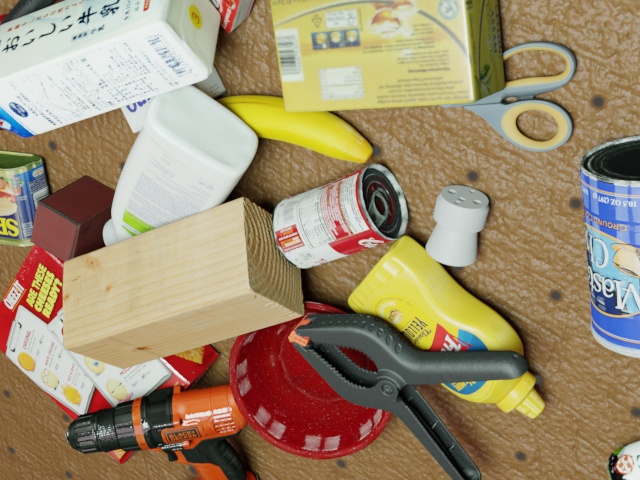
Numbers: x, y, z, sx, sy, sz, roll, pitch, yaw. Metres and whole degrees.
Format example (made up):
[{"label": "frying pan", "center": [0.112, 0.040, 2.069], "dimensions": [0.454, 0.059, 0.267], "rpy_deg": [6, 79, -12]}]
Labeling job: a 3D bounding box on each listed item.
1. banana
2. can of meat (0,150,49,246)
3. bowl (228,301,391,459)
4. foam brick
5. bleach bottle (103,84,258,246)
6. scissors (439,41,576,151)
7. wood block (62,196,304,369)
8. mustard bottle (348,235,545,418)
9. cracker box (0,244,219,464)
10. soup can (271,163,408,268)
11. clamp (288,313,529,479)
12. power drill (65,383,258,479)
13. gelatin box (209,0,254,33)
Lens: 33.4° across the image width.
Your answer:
[{"label": "banana", "center": [-0.048, -0.099, 0.952], "dimensions": [0.198, 0.037, 0.069], "rpy_deg": [1, 134, 30]}, {"label": "can of meat", "center": [-0.330, -0.046, 1.118], "dimensions": [0.102, 0.057, 0.084], "rpy_deg": [7, 115, 26]}, {"label": "bowl", "center": [-0.003, 0.124, 1.013], "dimensions": [0.162, 0.055, 0.162], "rpy_deg": [5, 110, 14]}, {"label": "foam brick", "center": [-0.242, -0.022, 1.069], "dimensions": [0.051, 0.078, 0.053], "rpy_deg": [28, 122, 14]}, {"label": "bleach bottle", "center": [-0.152, -0.040, 0.995], "dimensions": [0.102, 0.068, 0.251], "rpy_deg": [34, 142, -10]}, {"label": "scissors", "center": [0.118, -0.102, 0.868], "dimensions": [0.202, 0.016, 0.096], "rpy_deg": [-16, 105, 34]}, {"label": "wood block", "center": [-0.128, 0.044, 0.976], "dimensions": [0.206, 0.090, 0.090], "rpy_deg": [-18, 63, 25]}, {"label": "mustard bottle", "center": [0.119, 0.086, 0.936], "dimensions": [0.191, 0.058, 0.096], "rpy_deg": [41, 139, 4]}, {"label": "cracker box", "center": [-0.235, 0.109, 1.135], "dimensions": [0.214, 0.072, 0.164], "rpy_deg": [43, 125, 5]}, {"label": "soup can", "center": [0.016, -0.020, 0.934], "dimensions": [0.102, 0.068, 0.068], "rpy_deg": [-19, 104, 35]}, {"label": "clamp", "center": [0.069, 0.129, 0.933], "dimensions": [0.210, 0.036, 0.165], "rpy_deg": [20, 129, 20]}, {"label": "power drill", "center": [-0.147, 0.226, 1.094], "dimensions": [0.184, 0.057, 0.187], "rpy_deg": [-10, 133, 6]}, {"label": "gelatin box", "center": [-0.087, -0.224, 0.886], "dimensions": [0.073, 0.030, 0.089], "rpy_deg": [43, 158, 2]}]
